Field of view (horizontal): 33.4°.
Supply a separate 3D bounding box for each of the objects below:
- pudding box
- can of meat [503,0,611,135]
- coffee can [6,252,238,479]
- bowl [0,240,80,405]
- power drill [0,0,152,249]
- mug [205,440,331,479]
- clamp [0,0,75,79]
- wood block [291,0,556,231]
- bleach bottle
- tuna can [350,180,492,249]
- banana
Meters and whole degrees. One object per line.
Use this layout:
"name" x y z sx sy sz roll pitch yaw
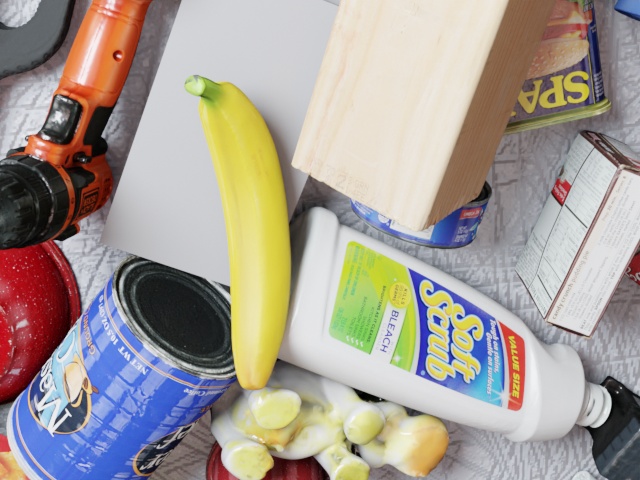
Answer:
"pudding box" 0.171 -0.006 0.687 0.039 0.090 0.113 17 109 -10
"can of meat" 0.122 -0.115 0.660 0.102 0.057 0.084 -12 109 1
"coffee can" -0.123 0.091 0.687 0.102 0.102 0.140 33 117 -15
"bowl" -0.243 0.053 0.704 0.162 0.055 0.162 -1 111 -4
"power drill" -0.140 -0.087 0.597 0.057 0.184 0.188 22 101 -1
"mug" -0.024 0.183 0.754 0.117 0.081 0.093 -9 112 0
"clamp" -0.208 -0.116 0.648 0.171 0.039 0.120 -27 112 7
"wood block" 0.068 -0.122 0.580 0.090 0.090 0.206 29 119 20
"bleach bottle" 0.088 0.068 0.720 0.250 0.068 0.102 21 72 -18
"tuna can" 0.062 -0.028 0.674 0.086 0.086 0.034 12 114 -8
"banana" -0.045 -0.011 0.620 0.037 0.069 0.198 6 119 31
